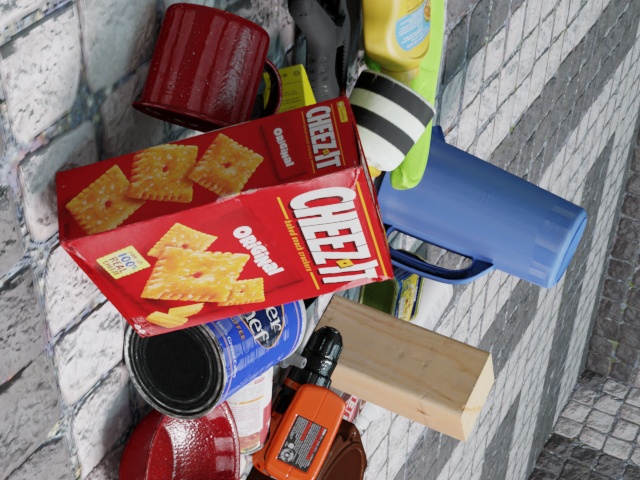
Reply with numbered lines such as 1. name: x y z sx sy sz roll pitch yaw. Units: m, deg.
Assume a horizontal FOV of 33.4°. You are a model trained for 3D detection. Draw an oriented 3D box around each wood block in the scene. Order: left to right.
1. wood block: 0.095 0.153 1.291 0.090 0.206 0.091 -61 156 -22

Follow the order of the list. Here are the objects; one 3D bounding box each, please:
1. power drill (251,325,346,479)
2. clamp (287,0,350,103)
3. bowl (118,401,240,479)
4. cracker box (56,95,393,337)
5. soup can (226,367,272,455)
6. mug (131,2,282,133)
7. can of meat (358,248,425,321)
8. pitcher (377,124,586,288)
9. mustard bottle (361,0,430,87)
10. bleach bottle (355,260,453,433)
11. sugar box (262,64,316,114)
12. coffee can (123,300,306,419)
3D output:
1. power drill: -0.016 0.184 1.163 0.188 0.057 0.184 168 -54 -86
2. clamp: 0.003 -0.195 0.990 0.210 0.036 0.164 88 16 -47
3. bowl: -0.135 0.211 0.972 0.161 0.055 0.162 0 90 -65
4. cracker box: -0.064 -0.008 0.789 0.164 0.214 0.072 68 11 -58
5. soup can: -0.082 0.154 1.064 0.068 0.069 0.102 -43 145 -49
6. mug: -0.076 -0.124 0.805 0.117 0.093 0.081 16 88 -35
7. can of meat: 0.093 0.073 1.418 0.083 0.057 0.102 -30 135 -54
8. pitcher: 0.193 -0.026 1.322 0.144 0.243 0.149 -39 149 -54
9. mustard bottle: 0.076 -0.233 1.058 0.096 0.058 0.191 -48 142 -44
10. bleach bottle: 0.104 0.154 1.504 0.250 0.068 0.102 -60 155 -19
11. sugar box: -0.017 -0.060 0.955 0.093 0.048 0.176 64 14 -59
12. coffee can: -0.090 0.083 0.941 0.140 0.103 0.103 -29 134 -58
